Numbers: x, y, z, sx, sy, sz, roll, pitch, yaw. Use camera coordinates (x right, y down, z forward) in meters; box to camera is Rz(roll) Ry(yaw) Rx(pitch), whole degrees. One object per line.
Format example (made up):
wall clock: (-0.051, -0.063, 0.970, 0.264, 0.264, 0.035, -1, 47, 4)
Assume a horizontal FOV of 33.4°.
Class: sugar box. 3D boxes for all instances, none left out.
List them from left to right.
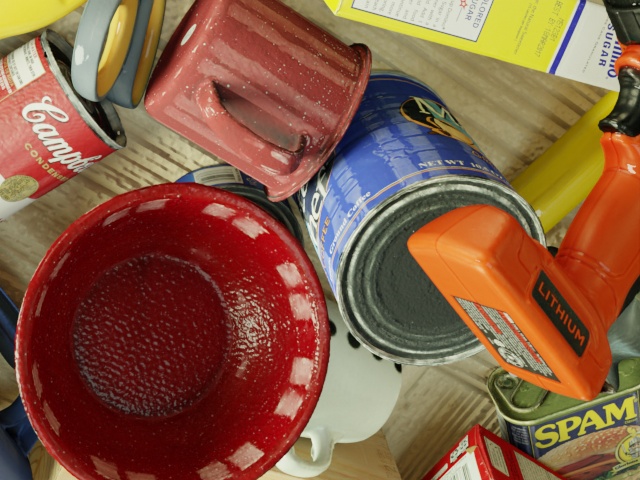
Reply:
sugar box: (0.083, -0.121, 0.532, 0.176, 0.093, 0.048, 14, 115, -19)

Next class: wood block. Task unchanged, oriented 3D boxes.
wood block: (-0.062, 0.141, 0.646, 0.205, 0.090, 0.091, 20, 112, -22)

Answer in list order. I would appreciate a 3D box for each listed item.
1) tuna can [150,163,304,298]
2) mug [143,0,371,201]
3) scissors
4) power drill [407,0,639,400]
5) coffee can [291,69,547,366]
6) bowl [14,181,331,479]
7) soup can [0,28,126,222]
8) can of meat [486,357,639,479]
tuna can: (-0.054, 0.001, 0.601, 0.086, 0.034, 0.086, -6, 120, -10)
mug: (-0.034, -0.072, 0.521, 0.081, 0.117, 0.093, 30, 120, -21)
scissors: (-0.081, -0.149, 0.485, 0.016, 0.096, 0.202, 17, 119, 5)
power drill: (0.123, -0.041, 0.460, 0.187, 0.057, 0.184, -49, 119, -15)
coffee can: (0.043, -0.017, 0.552, 0.102, 0.140, 0.103, -6, 120, -10)
bowl: (-0.078, 0.052, 0.549, 0.161, 0.055, 0.162, 0, 90, -25)
soup can: (-0.158, -0.049, 0.529, 0.102, 0.068, 0.068, -31, 121, 5)
can of meat: (0.168, 0.119, 0.708, 0.102, 0.057, 0.084, -18, 124, -2)
